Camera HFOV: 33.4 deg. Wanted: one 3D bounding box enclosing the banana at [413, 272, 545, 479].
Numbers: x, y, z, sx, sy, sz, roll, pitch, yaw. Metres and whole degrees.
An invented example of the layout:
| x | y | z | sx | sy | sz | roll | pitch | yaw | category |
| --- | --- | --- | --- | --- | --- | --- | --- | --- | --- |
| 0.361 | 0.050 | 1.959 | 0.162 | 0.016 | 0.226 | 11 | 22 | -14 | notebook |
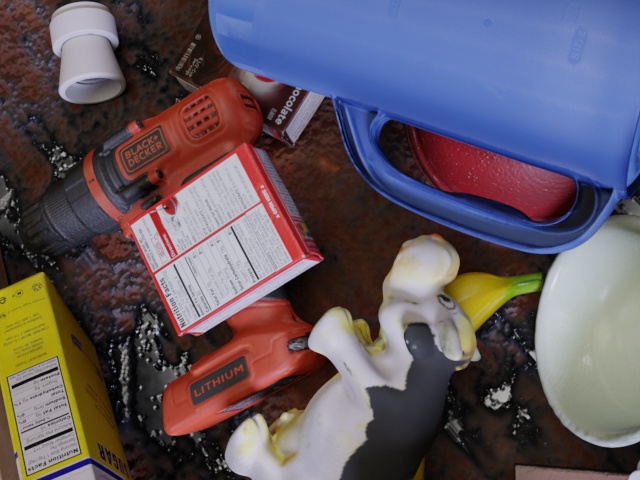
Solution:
| x | y | z | sx | sy | sz | roll | pitch | yaw | category |
| --- | --- | --- | --- | --- | --- | --- | --- | --- | --- |
| 0.061 | 0.096 | 0.613 | 0.070 | 0.037 | 0.198 | 21 | 85 | 25 | banana |

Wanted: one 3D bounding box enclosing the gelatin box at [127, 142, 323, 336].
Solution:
| x | y | z | sx | sy | sz | roll | pitch | yaw | category |
| --- | --- | --- | --- | --- | --- | --- | --- | --- | --- |
| -0.054 | 0.001 | 0.589 | 0.089 | 0.030 | 0.073 | -33 | 75 | 17 | gelatin box |

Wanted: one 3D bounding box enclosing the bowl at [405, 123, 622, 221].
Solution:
| x | y | z | sx | sy | sz | roll | pitch | yaw | category |
| --- | --- | --- | --- | --- | --- | --- | --- | --- | --- |
| 0.125 | -0.089 | 0.630 | 0.162 | 0.055 | 0.162 | -3 | 77 | 14 | bowl |

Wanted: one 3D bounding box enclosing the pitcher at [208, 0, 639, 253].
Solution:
| x | y | z | sx | sy | sz | roll | pitch | yaw | category |
| --- | --- | --- | --- | --- | --- | --- | --- | --- | --- |
| 0.064 | -0.106 | 0.556 | 0.243 | 0.145 | 0.149 | 18 | 47 | 21 | pitcher |

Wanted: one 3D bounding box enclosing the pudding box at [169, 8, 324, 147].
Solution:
| x | y | z | sx | sy | sz | roll | pitch | yaw | category |
| --- | --- | --- | --- | --- | --- | --- | --- | --- | --- |
| -0.029 | -0.130 | 0.687 | 0.090 | 0.039 | 0.113 | 29 | 87 | 17 | pudding box |

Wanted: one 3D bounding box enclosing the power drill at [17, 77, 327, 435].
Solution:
| x | y | z | sx | sy | sz | roll | pitch | yaw | category |
| --- | --- | --- | --- | --- | --- | --- | --- | --- | --- |
| -0.090 | 0.018 | 0.650 | 0.185 | 0.057 | 0.188 | -29 | 77 | 23 | power drill |

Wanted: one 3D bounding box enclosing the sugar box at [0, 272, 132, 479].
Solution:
| x | y | z | sx | sy | sz | roll | pitch | yaw | category |
| --- | --- | --- | --- | --- | --- | --- | --- | --- | --- |
| -0.141 | 0.113 | 0.605 | 0.048 | 0.093 | 0.176 | -25 | 53 | -5 | sugar box |
